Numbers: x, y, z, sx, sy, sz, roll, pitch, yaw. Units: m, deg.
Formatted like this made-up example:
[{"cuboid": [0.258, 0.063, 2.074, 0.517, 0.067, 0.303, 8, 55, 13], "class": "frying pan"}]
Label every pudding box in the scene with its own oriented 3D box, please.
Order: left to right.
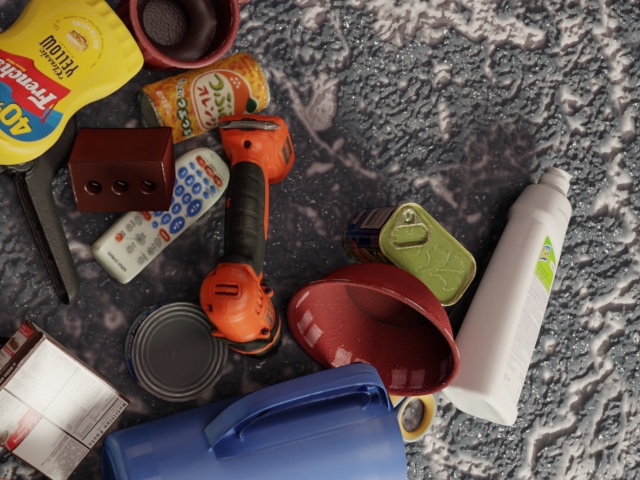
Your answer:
[{"cuboid": [-0.220, 0.131, 0.851, 0.090, 0.039, 0.113, -51, 132, -12], "class": "pudding box"}]

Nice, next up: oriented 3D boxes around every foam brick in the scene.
[{"cuboid": [-0.160, -0.058, 0.873, 0.078, 0.051, 0.053, -1, 129, 1], "class": "foam brick"}]

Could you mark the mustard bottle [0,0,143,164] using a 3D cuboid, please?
[{"cuboid": [-0.231, -0.115, 0.814, 0.191, 0.058, 0.096, -47, 108, -28], "class": "mustard bottle"}]

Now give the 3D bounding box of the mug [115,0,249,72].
[{"cuboid": [-0.115, -0.190, 0.898, 0.117, 0.082, 0.093, -26, 101, -21], "class": "mug"}]

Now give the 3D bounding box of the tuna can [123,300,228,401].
[{"cuboid": [-0.126, 0.095, 0.925, 0.086, 0.034, 0.086, -1, 91, -24], "class": "tuna can"}]

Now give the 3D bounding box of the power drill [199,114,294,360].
[{"cuboid": [-0.056, 0.001, 0.905, 0.057, 0.184, 0.187, 1, 73, 5], "class": "power drill"}]

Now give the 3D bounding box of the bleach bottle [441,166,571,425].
[{"cuboid": [0.194, 0.047, 1.047, 0.250, 0.068, 0.102, -66, 150, -16], "class": "bleach bottle"}]

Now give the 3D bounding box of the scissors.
[{"cuboid": [0.119, 0.118, 1.046, 0.201, 0.016, 0.096, -35, 106, -20], "class": "scissors"}]

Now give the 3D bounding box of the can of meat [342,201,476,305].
[{"cuboid": [0.080, 0.012, 0.988, 0.102, 0.084, 0.057, 41, 75, -19], "class": "can of meat"}]

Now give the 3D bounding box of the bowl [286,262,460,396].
[{"cuboid": [0.053, 0.070, 0.954, 0.162, 0.162, 0.055, 42, 50, -19], "class": "bowl"}]

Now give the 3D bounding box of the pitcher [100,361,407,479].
[{"cuboid": [-0.056, 0.184, 0.903, 0.242, 0.145, 0.149, -10, 96, -21], "class": "pitcher"}]

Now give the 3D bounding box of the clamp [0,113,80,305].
[{"cuboid": [-0.241, -0.056, 0.862, 0.164, 0.036, 0.210, 28, 71, -36], "class": "clamp"}]
